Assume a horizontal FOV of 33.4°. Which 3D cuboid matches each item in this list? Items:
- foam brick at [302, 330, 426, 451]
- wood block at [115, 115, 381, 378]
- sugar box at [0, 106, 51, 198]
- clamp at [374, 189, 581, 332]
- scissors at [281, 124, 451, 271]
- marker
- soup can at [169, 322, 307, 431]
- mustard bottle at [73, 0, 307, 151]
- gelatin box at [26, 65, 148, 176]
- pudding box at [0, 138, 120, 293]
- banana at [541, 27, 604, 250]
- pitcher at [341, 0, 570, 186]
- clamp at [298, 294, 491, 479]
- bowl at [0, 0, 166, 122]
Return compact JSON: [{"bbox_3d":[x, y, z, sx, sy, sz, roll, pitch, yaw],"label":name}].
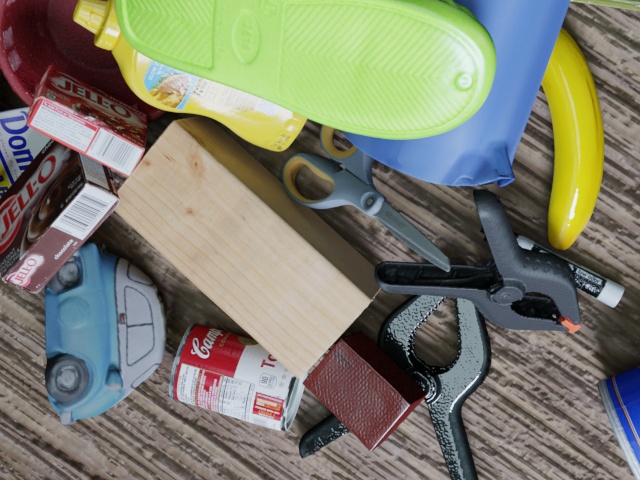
[{"bbox_3d":[0.036,0.118,0.850,0.078,0.051,0.053,44,106,15],"label":"foam brick"},{"bbox_3d":[-0.056,0.002,0.863,0.206,0.090,0.090,42,106,2],"label":"wood block"},{"bbox_3d":[-0.297,-0.063,0.927,0.176,0.048,0.093,-8,98,15],"label":"sugar box"},{"bbox_3d":[0.140,0.022,0.804,0.171,0.039,0.120,18,142,-24],"label":"clamp"},{"bbox_3d":[0.044,-0.047,0.813,0.202,0.016,0.096,22,86,46],"label":"scissors"},{"bbox_3d":[0.183,0.017,0.850,0.121,0.020,0.020,28,105,6],"label":"marker"},{"bbox_3d":[-0.068,0.115,0.898,0.102,0.068,0.068,15,103,9],"label":"soup can"},{"bbox_3d":[-0.095,-0.142,0.817,0.191,0.058,0.096,18,114,-23],"label":"mustard bottle"},{"bbox_3d":[-0.179,-0.094,0.825,0.089,0.073,0.030,27,111,-19],"label":"gelatin box"},{"bbox_3d":[-0.213,-0.027,0.849,0.114,0.090,0.039,-43,134,16],"label":"pudding box"},{"bbox_3d":[0.184,-0.092,0.823,0.070,0.037,0.198,-14,95,44],"label":"banana"},{"bbox_3d":[0.105,-0.171,0.761,0.149,0.145,0.243,20,113,2],"label":"pitcher"},{"bbox_3d":[0.074,0.119,0.884,0.165,0.036,0.210,13,100,12],"label":"clamp"},{"bbox_3d":[-0.177,-0.170,0.858,0.162,0.055,0.162,-3,119,-5],"label":"bowl"}]
